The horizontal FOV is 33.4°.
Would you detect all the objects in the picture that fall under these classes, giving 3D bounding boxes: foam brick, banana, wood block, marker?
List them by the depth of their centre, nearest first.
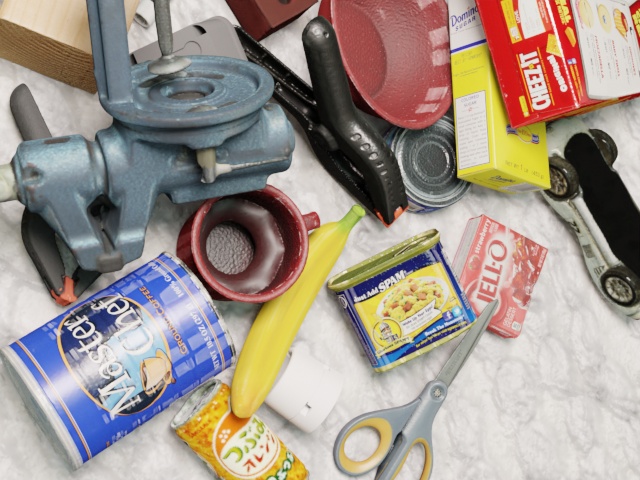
[{"bbox_3d":[-0.173,-0.231,0.821,0.090,0.091,0.206,21,77,-17],"label":"wood block"},{"bbox_3d":[-0.028,0.056,0.849,0.037,0.070,0.197,29,67,-2],"label":"banana"},{"bbox_3d":[-0.113,-0.226,0.882,0.020,0.020,0.121,39,72,-12],"label":"marker"},{"bbox_3d":[-0.049,-0.213,0.887,0.053,0.051,0.078,-35,96,-22],"label":"foam brick"}]

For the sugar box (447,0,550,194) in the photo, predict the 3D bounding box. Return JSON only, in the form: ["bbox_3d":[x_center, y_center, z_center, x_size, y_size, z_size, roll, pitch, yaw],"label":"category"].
[{"bbox_3d":[0.156,-0.134,0.933,0.093,0.048,0.176,12,74,-48],"label":"sugar box"}]

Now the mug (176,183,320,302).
[{"bbox_3d":[-0.056,0.001,0.841,0.117,0.082,0.093,-22,91,-22],"label":"mug"}]

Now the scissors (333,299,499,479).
[{"bbox_3d":[0.077,0.128,0.899,0.096,0.016,0.202,22,83,-12],"label":"scissors"}]

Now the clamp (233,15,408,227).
[{"bbox_3d":[0.003,-0.098,0.869,0.036,0.165,0.210,-44,123,-16],"label":"clamp"}]

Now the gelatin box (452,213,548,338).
[{"bbox_3d":[0.153,0.032,0.945,0.073,0.030,0.089,26,74,-16],"label":"gelatin box"}]

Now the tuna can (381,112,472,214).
[{"bbox_3d":[0.092,-0.068,0.932,0.086,0.034,0.086,3,82,-21],"label":"tuna can"}]

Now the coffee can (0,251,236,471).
[{"bbox_3d":[-0.148,0.087,0.784,0.140,0.103,0.103,-32,95,-21],"label":"coffee can"}]

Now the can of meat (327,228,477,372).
[{"bbox_3d":[0.069,0.050,0.885,0.102,0.057,0.084,-26,96,2],"label":"can of meat"}]

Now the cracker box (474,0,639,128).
[{"bbox_3d":[0.218,-0.193,0.931,0.213,0.072,0.164,-18,92,-51],"label":"cracker box"}]

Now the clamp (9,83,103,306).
[{"bbox_3d":[-0.195,-0.039,0.818,0.120,0.039,0.171,16,71,-12],"label":"clamp"}]

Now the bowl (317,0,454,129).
[{"bbox_3d":[0.047,-0.167,0.899,0.161,0.055,0.162,13,72,-43],"label":"bowl"}]
